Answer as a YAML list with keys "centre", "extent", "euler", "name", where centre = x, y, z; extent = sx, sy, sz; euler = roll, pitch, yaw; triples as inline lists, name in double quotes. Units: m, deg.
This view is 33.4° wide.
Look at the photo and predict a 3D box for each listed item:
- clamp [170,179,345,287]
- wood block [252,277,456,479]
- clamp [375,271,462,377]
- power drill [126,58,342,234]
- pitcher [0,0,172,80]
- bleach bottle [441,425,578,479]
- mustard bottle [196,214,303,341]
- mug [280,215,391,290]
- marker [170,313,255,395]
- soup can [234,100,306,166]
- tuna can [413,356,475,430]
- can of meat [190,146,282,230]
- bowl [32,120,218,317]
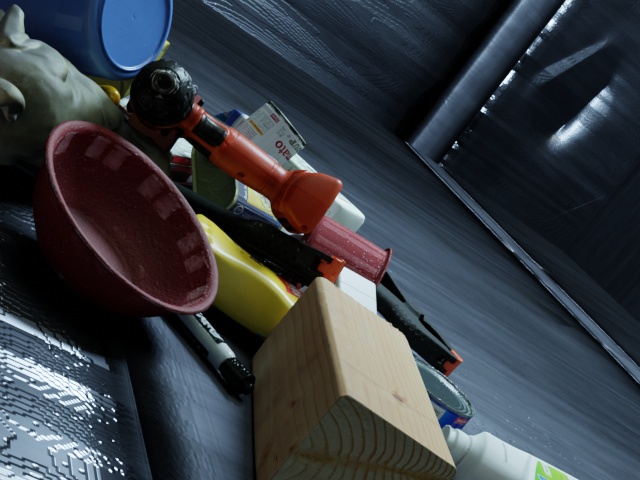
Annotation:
- centre: [-0.056, 0.001, 0.935]
  extent: [0.164, 0.036, 0.210]
  euler: [33, -8, -30]
  name: "clamp"
- centre: [0.014, 0.114, 0.732]
  extent: [0.090, 0.090, 0.206]
  euler: [35, 12, -14]
  name: "wood block"
- centre: [0.096, 0.085, 1.209]
  extent: [0.171, 0.039, 0.120]
  euler: [47, 19, 17]
  name: "clamp"
- centre: [-0.074, -0.079, 0.878]
  extent: [0.187, 0.057, 0.184]
  euler: [37, -3, -8]
  name: "power drill"
- centre: [-0.249, -0.206, 0.921]
  extent: [0.243, 0.145, 0.149]
  euler: [18, 9, 26]
  name: "pitcher"
- centre: [0.203, 0.230, 0.908]
  extent: [0.250, 0.068, 0.102]
  euler: [33, 12, -8]
  name: "bleach bottle"
- centre: [-0.040, 0.055, 0.871]
  extent: [0.191, 0.058, 0.096]
  euler: [36, -1, -7]
  name: "mustard bottle"
- centre: [0.009, 0.035, 1.059]
  extent: [0.081, 0.093, 0.117]
  euler: [31, 49, -6]
  name: "mug"
- centre: [-0.086, 0.070, 0.781]
  extent: [0.121, 0.020, 0.020]
  euler: [45, 14, 33]
  name: "marker"
- centre: [-0.076, -0.102, 1.216]
  extent: [0.068, 0.102, 0.068]
  euler: [50, 0, 0]
  name: "soup can"
- centre: [0.100, 0.146, 0.994]
  extent: [0.086, 0.034, 0.086]
  euler: [35, 12, -9]
  name: "tuna can"
- centre: [-0.084, -0.056, 1.107]
  extent: [0.083, 0.058, 0.102]
  euler: [28, 46, -47]
  name: "can of meat"
- centre: [-0.145, -0.003, 0.742]
  extent: [0.162, 0.055, 0.162]
  euler: [45, 21, -23]
  name: "bowl"
